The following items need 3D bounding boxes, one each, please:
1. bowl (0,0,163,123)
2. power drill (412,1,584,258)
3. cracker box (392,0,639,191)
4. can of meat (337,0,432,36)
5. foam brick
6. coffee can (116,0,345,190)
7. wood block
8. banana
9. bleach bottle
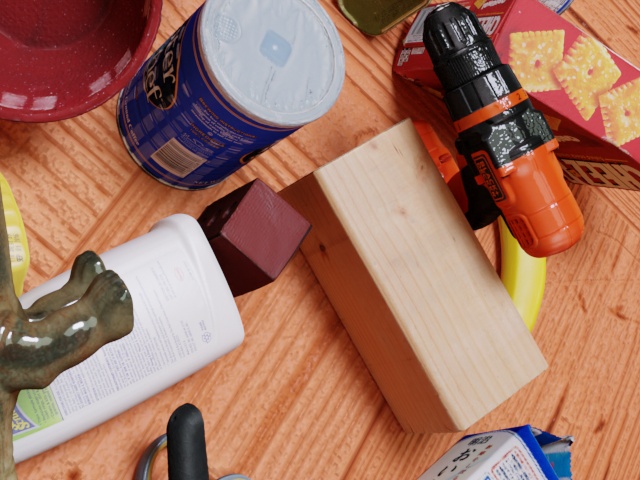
[{"bbox_3d":[-0.172,-0.154,0.638,0.162,0.055,0.162,0,109,-1],"label":"bowl"},{"bbox_3d":[0.101,-0.068,0.779,0.057,0.188,0.184,-26,92,-15],"label":"power drill"},{"bbox_3d":[0.184,-0.113,0.860,0.213,0.164,0.072,28,87,-23],"label":"cracker box"},{"bbox_3d":[0.070,-0.219,0.862,0.057,0.102,0.083,45,59,-14],"label":"can of meat"},{"bbox_3d":[-0.055,0.001,0.728,0.051,0.078,0.053,43,57,-16],"label":"foam brick"},{"bbox_3d":[-0.063,-0.102,0.716,0.102,0.141,0.103,10,70,-30],"label":"coffee can"},{"bbox_3d":[0.063,0.029,0.779,0.090,0.091,0.206,-31,93,-25],"label":"wood block"},{"bbox_3d":[0.158,-0.001,0.889,0.069,0.037,0.198,-1,77,-29],"label":"banana"},{"bbox_3d":[-0.171,0.073,0.642,0.250,0.068,0.102,-25,91,-33],"label":"bleach bottle"}]
